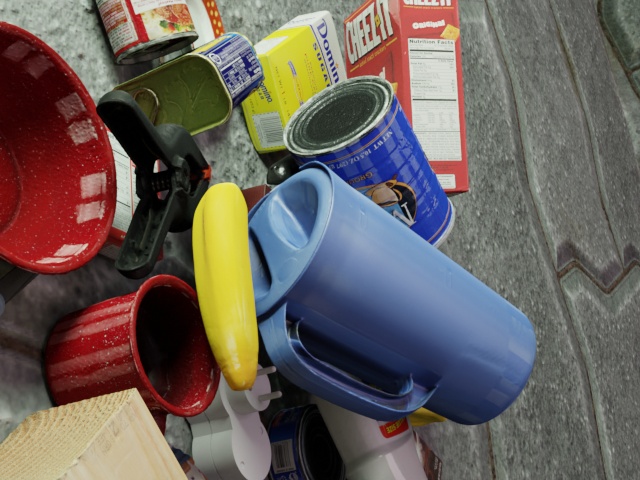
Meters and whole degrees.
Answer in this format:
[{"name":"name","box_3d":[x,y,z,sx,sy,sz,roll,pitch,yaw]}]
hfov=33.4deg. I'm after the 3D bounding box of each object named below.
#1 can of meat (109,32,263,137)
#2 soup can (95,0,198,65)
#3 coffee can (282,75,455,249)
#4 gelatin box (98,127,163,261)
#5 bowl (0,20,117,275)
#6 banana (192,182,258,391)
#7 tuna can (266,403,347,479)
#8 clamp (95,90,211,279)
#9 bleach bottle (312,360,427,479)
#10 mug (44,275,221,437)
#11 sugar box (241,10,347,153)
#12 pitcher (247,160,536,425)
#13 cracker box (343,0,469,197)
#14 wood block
[{"name":"can of meat","box_3d":[-0.102,-0.117,0.831,0.057,0.102,0.083,64,27,-15]},{"name":"soup can","box_3d":[-0.144,-0.197,0.835,0.068,0.069,0.102,-24,96,-63]},{"name":"coffee can","box_3d":[0.044,-0.056,0.925,0.140,0.103,0.102,58,30,-34]},{"name":"gelatin box","box_3d":[-0.149,-0.032,0.771,0.073,0.030,0.089,30,47,-53]},{"name":"bowl","box_3d":[-0.199,-0.051,0.661,0.162,0.055,0.162,39,43,-48]},{"name":"banana","box_3d":[-0.063,0.015,0.736,0.198,0.037,0.069,-97,162,-54]},{"name":"tuna can","box_3d":[-0.010,0.182,0.904,0.086,0.034,0.086,39,43,-48]},{"name":"clamp","box_3d":[-0.112,-0.032,0.746,0.171,0.039,0.120,10,81,-76]},{"name":"bleach bottle","box_3d":[0.035,0.133,0.909,0.102,0.068,0.251,20,41,-56]},{"name":"mug","box_3d":[-0.124,0.088,0.693,0.093,0.082,0.117,32,48,-52]},{"name":"sugar box","box_3d":[-0.024,-0.160,1.049,0.176,0.048,0.093,-50,130,-56]},{"name":"pitcher","box_3d":[0.051,0.060,0.829,0.242,0.145,0.149,31,86,-27]},{"name":"cracker box","box_3d":[0.081,-0.143,1.088,0.072,0.164,0.214,-2,86,-18]},{"name":"wood block","box_3d":[-0.115,0.203,0.634,0.206,0.091,0.090,64,29,-17]}]
